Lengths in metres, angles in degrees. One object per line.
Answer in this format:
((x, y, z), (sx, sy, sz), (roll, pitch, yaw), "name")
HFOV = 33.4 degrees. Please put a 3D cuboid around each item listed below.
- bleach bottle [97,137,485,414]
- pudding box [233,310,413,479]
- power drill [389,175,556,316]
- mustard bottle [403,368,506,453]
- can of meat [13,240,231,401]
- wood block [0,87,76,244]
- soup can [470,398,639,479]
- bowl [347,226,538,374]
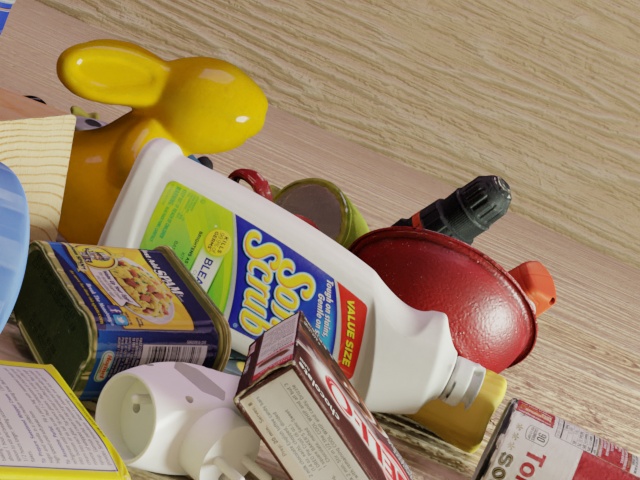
((-0.012, 0.032, 0.674), (0.251, 0.102, 0.068), (25, 4, 3), "bleach bottle")
((0.005, 0.098, 0.526), (0.113, 0.039, 0.090), (54, 6, -8), "pudding box")
((0.135, 0.025, 0.975), (0.187, 0.185, 0.057), (28, 37, -40), "power drill")
((0.034, 0.081, 0.751), (0.192, 0.058, 0.096), (26, 0, 12), "mustard bottle")
((-0.111, 0.044, 0.580), (0.083, 0.057, 0.102), (6, 29, -40), "can of meat")
((-0.255, -0.058, 0.618), (0.206, 0.091, 0.090), (22, 19, 24), "wood block")
((0.150, 0.148, 0.655), (0.102, 0.068, 0.068), (26, 10, 10), "soup can")
((0.079, 0.065, 0.811), (0.162, 0.162, 0.055), (21, 54, 16), "bowl")
